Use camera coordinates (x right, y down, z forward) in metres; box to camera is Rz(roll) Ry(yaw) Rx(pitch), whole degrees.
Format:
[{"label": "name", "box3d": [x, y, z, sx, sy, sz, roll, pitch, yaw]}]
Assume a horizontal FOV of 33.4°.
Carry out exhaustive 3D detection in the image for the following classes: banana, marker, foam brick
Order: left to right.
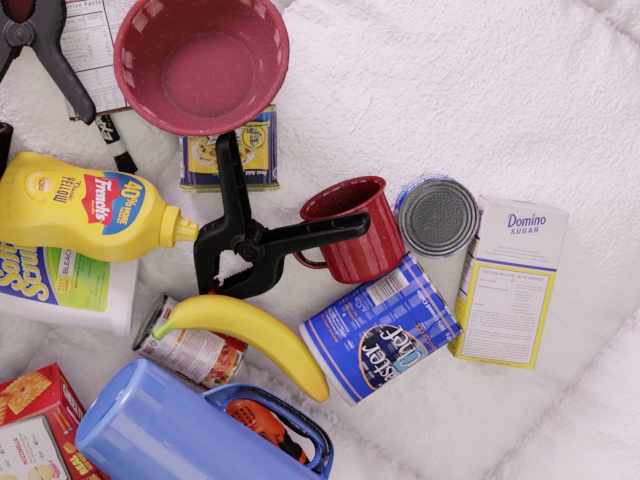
[{"label": "foam brick", "box3d": [-0.298, -0.215, 1.005, 0.051, 0.053, 0.078, 23, 101, -13]}, {"label": "marker", "box3d": [-0.212, -0.116, 1.059, 0.020, 0.020, 0.121, -23, 106, -1]}, {"label": "banana", "box3d": [-0.072, 0.101, 1.081, 0.197, 0.037, 0.069, 23, 79, -16]}]

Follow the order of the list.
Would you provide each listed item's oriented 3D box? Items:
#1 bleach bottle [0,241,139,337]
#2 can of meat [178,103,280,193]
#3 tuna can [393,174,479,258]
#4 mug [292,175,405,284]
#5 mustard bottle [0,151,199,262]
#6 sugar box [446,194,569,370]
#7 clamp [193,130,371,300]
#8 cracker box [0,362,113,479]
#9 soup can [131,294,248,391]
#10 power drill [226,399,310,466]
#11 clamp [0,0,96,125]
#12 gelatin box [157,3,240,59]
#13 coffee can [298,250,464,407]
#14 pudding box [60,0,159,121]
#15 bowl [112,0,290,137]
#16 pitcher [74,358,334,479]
[{"label": "bleach bottle", "box3d": [-0.309, 0.034, 1.056, 0.250, 0.068, 0.102, 6, 78, -7]}, {"label": "can of meat", "box3d": [-0.092, -0.093, 1.061, 0.102, 0.057, 0.084, -2, 103, -7]}, {"label": "tuna can", "box3d": [0.120, -0.026, 1.117, 0.086, 0.034, 0.086, -2, 105, -7]}, {"label": "mug", "box3d": [0.025, -0.005, 1.086, 0.117, 0.093, 0.081, -19, 111, 10]}, {"label": "mustard bottle", "box3d": [-0.213, -0.026, 1.032, 0.191, 0.096, 0.058, 12, 139, -1]}, {"label": "sugar box", "box3d": [0.199, 0.045, 1.141, 0.093, 0.048, 0.176, 9, 100, -10]}, {"label": "clamp", "box3d": [-0.057, 0.001, 1.048, 0.164, 0.036, 0.210, 27, 131, -4]}, {"label": "cracker box", "box3d": [-0.332, 0.236, 1.089, 0.213, 0.072, 0.164, -22, 127, -1]}, {"label": "soup can", "box3d": [-0.135, 0.109, 1.103, 0.102, 0.068, 0.068, 31, 99, -13]}, {"label": "power drill", "box3d": [-0.103, 0.270, 1.157, 0.187, 0.057, 0.184, -34, 105, 0]}, {"label": "clamp", "box3d": [-0.278, -0.179, 0.969, 0.120, 0.039, 0.171, -11, 99, -7]}, {"label": "gelatin box", "box3d": [-0.117, -0.214, 1.040, 0.089, 0.030, 0.073, -1, 103, -7]}, {"label": "coffee can", "box3d": [0.063, 0.091, 1.105, 0.140, 0.103, 0.103, -34, 106, 2]}, {"label": "pudding box", "box3d": [-0.207, -0.177, 1.021, 0.090, 0.039, 0.113, -14, 100, -18]}, {"label": "bowl", "box3d": [-0.107, -0.163, 0.989, 0.162, 0.055, 0.162, -1, 75, 2]}, {"label": "pitcher", "box3d": [-0.109, 0.218, 1.052, 0.242, 0.149, 0.145, 40, 120, -14]}]
